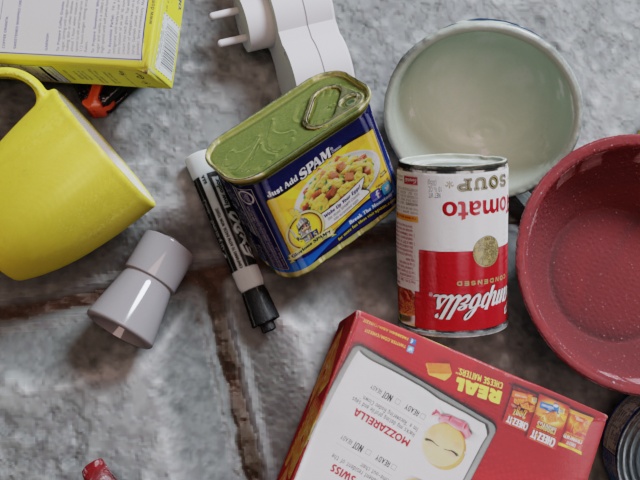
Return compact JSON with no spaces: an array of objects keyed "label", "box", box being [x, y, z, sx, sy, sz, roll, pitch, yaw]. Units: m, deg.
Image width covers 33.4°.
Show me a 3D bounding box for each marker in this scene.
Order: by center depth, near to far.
[{"label":"marker","box":[-0.054,0.001,0.669,0.020,0.020,0.121,-21,83,-13]}]

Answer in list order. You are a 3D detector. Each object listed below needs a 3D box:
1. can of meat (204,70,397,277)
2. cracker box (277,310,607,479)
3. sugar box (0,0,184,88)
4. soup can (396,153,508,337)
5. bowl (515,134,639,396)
[{"label":"can of meat","box":[-0.006,-0.039,0.646,0.102,0.058,0.084,-35,129,-13]},{"label":"cracker box","box":[0.052,0.171,0.627,0.164,0.072,0.213,23,77,-4]},{"label":"sugar box","box":[-0.172,-0.144,0.640,0.176,0.048,0.093,5,82,13]},{"label":"soup can","box":[0.080,0.001,0.649,0.068,0.068,0.102,-3,101,-10]},{"label":"bowl","box":[0.194,0.018,0.668,0.162,0.055,0.162,1,79,-6]}]
